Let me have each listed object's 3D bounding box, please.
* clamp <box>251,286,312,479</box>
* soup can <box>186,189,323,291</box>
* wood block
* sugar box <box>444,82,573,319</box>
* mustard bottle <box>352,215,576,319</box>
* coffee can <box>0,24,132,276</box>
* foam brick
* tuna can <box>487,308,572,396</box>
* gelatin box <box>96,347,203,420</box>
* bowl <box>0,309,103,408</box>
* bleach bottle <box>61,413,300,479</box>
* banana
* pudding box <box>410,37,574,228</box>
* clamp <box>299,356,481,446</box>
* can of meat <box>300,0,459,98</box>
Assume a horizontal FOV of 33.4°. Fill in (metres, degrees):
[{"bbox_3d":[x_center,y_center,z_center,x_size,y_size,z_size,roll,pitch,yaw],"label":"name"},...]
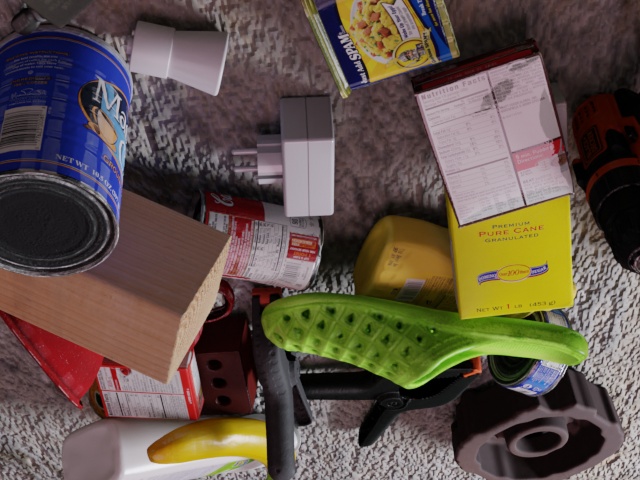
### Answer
[{"bbox_3d":[-0.038,0.129,0.968,0.039,0.120,0.171,-10,115,7],"label":"clamp"},{"bbox_3d":[-0.056,0.001,0.860,0.102,0.068,0.069,10,138,-17],"label":"soup can"},{"bbox_3d":[-0.182,0.011,0.789,0.206,0.090,0.090,23,138,4],"label":"wood block"},{"bbox_3d":[0.142,-0.027,0.815,0.093,0.048,0.176,-8,121,5],"label":"sugar box"},{"bbox_3d":[0.131,0.031,0.916,0.191,0.058,0.096,9,140,-14],"label":"mustard bottle"},{"bbox_3d":[-0.182,-0.061,0.719,0.103,0.140,0.103,-2,140,-2],"label":"coffee can"},{"bbox_3d":[-0.090,0.116,0.991,0.053,0.051,0.078,-4,124,9],"label":"foam brick"},{"bbox_3d":[0.191,0.098,0.980,0.033,0.086,0.086,20,135,-23],"label":"tuna can"},{"bbox_3d":[-0.153,0.125,0.950,0.089,0.030,0.073,2,132,7],"label":"gelatin box"},{"bbox_3d":[-0.226,0.060,0.883,0.055,0.162,0.162,-38,140,-12],"label":"bowl"},{"bbox_3d":[-0.124,0.209,1.068,0.250,0.068,0.103,5,155,-45],"label":"bleach bottle"},{"bbox_3d":[-0.078,0.197,1.004,0.197,0.037,0.069,31,93,-50],"label":"banana"},{"bbox_3d":[0.121,-0.074,0.744,0.090,0.039,0.113,-16,114,10],"label":"pudding box"},{"bbox_3d":[0.061,0.145,1.057,0.164,0.036,0.210,29,137,-35],"label":"clamp"},{"bbox_3d":[0.038,-0.151,0.694,0.084,0.057,0.102,-16,139,11],"label":"can of meat"}]
